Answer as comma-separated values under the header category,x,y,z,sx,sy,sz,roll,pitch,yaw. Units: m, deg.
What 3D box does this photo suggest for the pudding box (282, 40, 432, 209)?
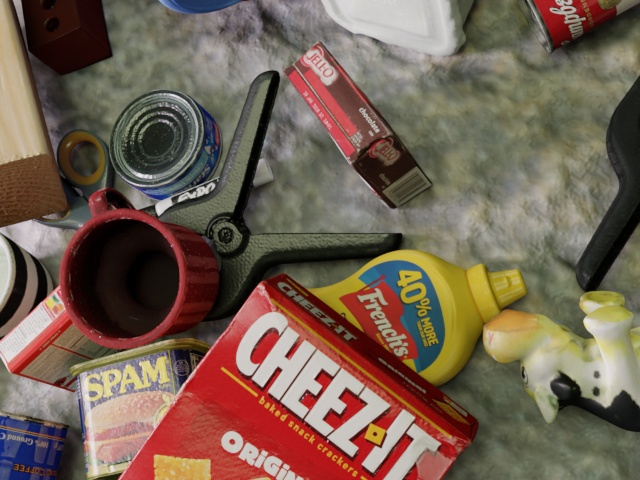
category,x,y,z,sx,sy,sz,roll,pitch,yaw
pudding box,0.028,-0.078,0.748,0.039,0.113,0.090,-36,66,5

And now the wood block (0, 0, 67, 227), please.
category,x,y,z,sx,sy,sz,roll,pitch,yaw
wood block,-0.273,-0.120,0.847,0.090,0.091,0.206,-16,65,-10

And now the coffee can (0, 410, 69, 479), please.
category,x,y,z,sx,sy,sz,roll,pitch,yaw
coffee can,-0.249,0.193,0.772,0.103,0.102,0.140,6,76,21

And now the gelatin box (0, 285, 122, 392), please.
category,x,y,z,sx,sy,sz,roll,pitch,yaw
gelatin box,-0.186,0.073,0.793,0.073,0.089,0.030,-42,64,3

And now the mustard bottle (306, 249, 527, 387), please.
category,x,y,z,sx,sy,sz,roll,pitch,yaw
mustard bottle,0.048,0.059,0.730,0.192,0.058,0.096,-20,70,13

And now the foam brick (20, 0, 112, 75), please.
category,x,y,z,sx,sy,sz,roll,pitch,yaw
foam brick,-0.217,-0.190,0.904,0.053,0.051,0.078,-20,69,13

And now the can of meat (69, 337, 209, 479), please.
category,x,y,z,sx,sy,sz,roll,pitch,yaw
can of meat,-0.126,0.125,0.775,0.102,0.057,0.084,-16,72,15

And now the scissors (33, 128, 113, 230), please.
category,x,y,z,sx,sy,sz,roll,pitch,yaw
scissors,-0.163,-0.020,0.854,0.202,0.016,0.096,30,81,19

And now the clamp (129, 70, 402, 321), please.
category,x,y,z,sx,sy,sz,roll,pitch,yaw
clamp,-0.055,0.001,0.789,0.210,0.036,0.164,-45,78,7

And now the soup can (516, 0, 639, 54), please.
category,x,y,z,sx,sy,sz,roll,pitch,yaw
soup can,0.190,-0.186,0.747,0.102,0.068,0.068,-28,67,9

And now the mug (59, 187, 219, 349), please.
category,x,y,z,sx,sy,sz,roll,pitch,yaw
mug,-0.126,0.017,0.744,0.093,0.081,0.117,-31,80,12

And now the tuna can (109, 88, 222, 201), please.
category,x,y,z,sx,sy,sz,roll,pitch,yaw
tuna can,-0.123,-0.076,0.846,0.086,0.033,0.086,-6,72,18

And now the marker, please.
category,x,y,z,sx,sy,sz,roll,pitch,yaw
marker,-0.095,-0.033,0.824,0.121,0.020,0.020,-21,68,7

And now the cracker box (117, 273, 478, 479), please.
category,x,y,z,sx,sy,sz,roll,pitch,yaw
cracker box,-0.028,0.155,0.682,0.164,0.072,0.214,37,99,7
